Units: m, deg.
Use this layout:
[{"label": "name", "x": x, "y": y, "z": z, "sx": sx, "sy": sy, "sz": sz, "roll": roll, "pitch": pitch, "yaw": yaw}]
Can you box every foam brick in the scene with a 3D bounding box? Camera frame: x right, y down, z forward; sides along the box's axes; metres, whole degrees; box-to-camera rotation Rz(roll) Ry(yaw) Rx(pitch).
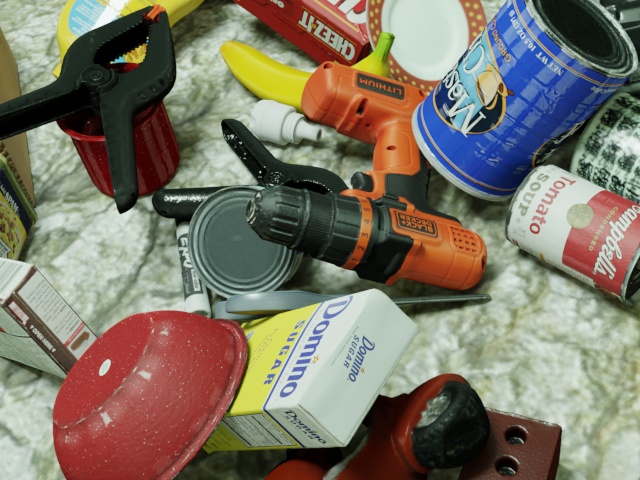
[{"label": "foam brick", "x": 0.116, "y": 0.153, "z": 0.666, "sx": 0.053, "sy": 0.051, "sz": 0.078, "roll": 11, "pitch": 54, "yaw": 19}]

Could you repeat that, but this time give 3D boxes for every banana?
[{"label": "banana", "x": -0.010, "y": -0.141, "z": 0.924, "sx": 0.198, "sy": 0.069, "sz": 0.037, "roll": 6, "pitch": 10, "yaw": 39}]

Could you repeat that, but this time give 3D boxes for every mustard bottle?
[{"label": "mustard bottle", "x": -0.188, "y": -0.202, "z": 0.994, "sx": 0.096, "sy": 0.058, "sz": 0.191, "roll": 37, "pitch": 86, "yaw": 0}]

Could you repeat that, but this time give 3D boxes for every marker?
[{"label": "marker", "x": -0.103, "y": 0.013, "z": 0.847, "sx": 0.020, "sy": 0.020, "sz": 0.121, "roll": -14, "pitch": 49, "yaw": 0}]

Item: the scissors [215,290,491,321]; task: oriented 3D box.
[{"label": "scissors", "x": 0.019, "y": 0.044, "z": 0.760, "sx": 0.202, "sy": 0.096, "sz": 0.016, "roll": -5, "pitch": 81, "yaw": 10}]

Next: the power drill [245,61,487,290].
[{"label": "power drill", "x": 0.029, "y": -0.051, "z": 0.807, "sx": 0.184, "sy": 0.057, "sz": 0.187, "roll": 15, "pitch": 45, "yaw": -22}]

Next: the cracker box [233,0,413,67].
[{"label": "cracker box", "x": 0.034, "y": -0.270, "z": 0.989, "sx": 0.164, "sy": 0.072, "sz": 0.213, "roll": 37, "pitch": 63, "yaw": 11}]

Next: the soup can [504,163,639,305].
[{"label": "soup can", "x": 0.194, "y": -0.006, "z": 0.772, "sx": 0.102, "sy": 0.068, "sz": 0.068, "roll": 30, "pitch": 62, "yaw": 31}]

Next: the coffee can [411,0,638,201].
[{"label": "coffee can", "x": 0.148, "y": -0.112, "z": 0.793, "sx": 0.102, "sy": 0.141, "sz": 0.103, "roll": 22, "pitch": 42, "yaw": -21}]

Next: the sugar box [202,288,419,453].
[{"label": "sugar box", "x": -0.021, "y": 0.087, "z": 0.685, "sx": 0.093, "sy": 0.048, "sz": 0.177, "roll": -54, "pitch": 16, "yaw": -29}]

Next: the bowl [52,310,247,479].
[{"label": "bowl", "x": -0.125, "y": 0.100, "z": 0.703, "sx": 0.162, "sy": 0.055, "sz": 0.162, "roll": -35, "pitch": 27, "yaw": 20}]

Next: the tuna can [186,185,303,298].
[{"label": "tuna can", "x": -0.055, "y": 0.001, "z": 0.807, "sx": 0.086, "sy": 0.033, "sz": 0.086, "roll": 1, "pitch": 94, "yaw": 12}]

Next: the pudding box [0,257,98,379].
[{"label": "pudding box", "x": -0.220, "y": 0.053, "z": 0.770, "sx": 0.114, "sy": 0.090, "sz": 0.039, "roll": 10, "pitch": 53, "yaw": 45}]

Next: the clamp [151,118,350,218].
[{"label": "clamp", "x": -0.046, "y": -0.033, "z": 0.855, "sx": 0.172, "sy": 0.039, "sz": 0.120, "roll": 26, "pitch": 57, "yaw": 26}]

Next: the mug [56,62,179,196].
[{"label": "mug", "x": -0.164, "y": -0.099, "z": 0.911, "sx": 0.093, "sy": 0.081, "sz": 0.117, "roll": 5, "pitch": 52, "yaw": 15}]

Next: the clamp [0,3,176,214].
[{"label": "clamp", "x": -0.168, "y": -0.110, "z": 0.841, "sx": 0.165, "sy": 0.036, "sz": 0.209, "roll": 25, "pitch": 55, "yaw": 18}]

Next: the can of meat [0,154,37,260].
[{"label": "can of meat", "x": -0.275, "y": -0.011, "z": 0.849, "sx": 0.057, "sy": 0.102, "sz": 0.084, "roll": 1, "pitch": 53, "yaw": 11}]
